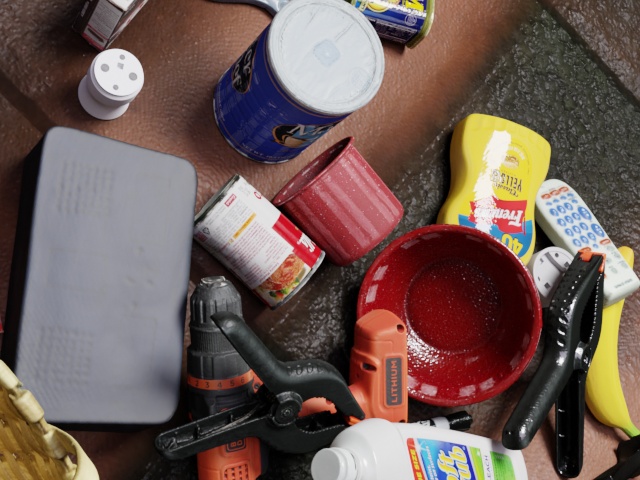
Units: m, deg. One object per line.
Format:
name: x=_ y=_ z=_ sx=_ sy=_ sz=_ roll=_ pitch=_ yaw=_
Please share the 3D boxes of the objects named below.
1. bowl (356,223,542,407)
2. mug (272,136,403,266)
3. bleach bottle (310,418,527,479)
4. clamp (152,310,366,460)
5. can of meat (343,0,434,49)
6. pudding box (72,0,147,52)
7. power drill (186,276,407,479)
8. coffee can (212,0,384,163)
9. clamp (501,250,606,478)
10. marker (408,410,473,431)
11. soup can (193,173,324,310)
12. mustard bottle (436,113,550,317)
bowl: x=0.115 y=0.063 z=0.950 sx=0.162 sy=0.055 sz=0.162 roll=2 pitch=97 yaw=13
mug: x=0.021 y=-0.036 z=0.948 sx=0.081 sy=0.093 sz=0.117 roll=49 pitch=26 yaw=-11
bleach bottle: x=0.081 y=0.201 z=0.860 sx=0.250 sy=0.068 sz=0.102 roll=20 pitch=63 yaw=-49
clamp: x=-0.034 y=0.113 z=0.808 sx=0.171 sy=0.039 sz=0.120 roll=6 pitch=117 yaw=-34
can of meat: x=0.062 y=-0.246 z=1.031 sx=0.083 sy=0.058 sz=0.102 roll=12 pitch=72 yaw=-19
pudding box: x=-0.157 y=-0.223 z=0.906 sx=0.039 sy=0.090 sz=0.113 roll=40 pitch=65 yaw=-9
power drill: x=-0.020 y=0.108 z=0.875 sx=0.187 sy=0.057 sz=0.184 roll=-9 pitch=107 yaw=-25
coffee can: x=-0.022 y=-0.135 z=0.916 sx=0.102 sy=0.141 sz=0.103 roll=6 pitch=74 yaw=-23
clamp: x=0.218 y=0.107 z=0.962 sx=0.164 sy=0.036 sz=0.210 roll=23 pitch=78 yaw=-56
marker: x=0.084 y=0.171 z=0.954 sx=0.120 sy=0.020 sz=0.020 roll=-8 pitch=80 yaw=-26
soup can: x=-0.056 y=0.001 z=0.907 sx=0.102 sy=0.069 sz=0.068 roll=43 pitch=64 yaw=-9
mustard bottle: x=0.159 y=-0.019 z=1.015 sx=0.096 sy=0.058 sz=0.191 roll=20 pitch=70 yaw=-17
